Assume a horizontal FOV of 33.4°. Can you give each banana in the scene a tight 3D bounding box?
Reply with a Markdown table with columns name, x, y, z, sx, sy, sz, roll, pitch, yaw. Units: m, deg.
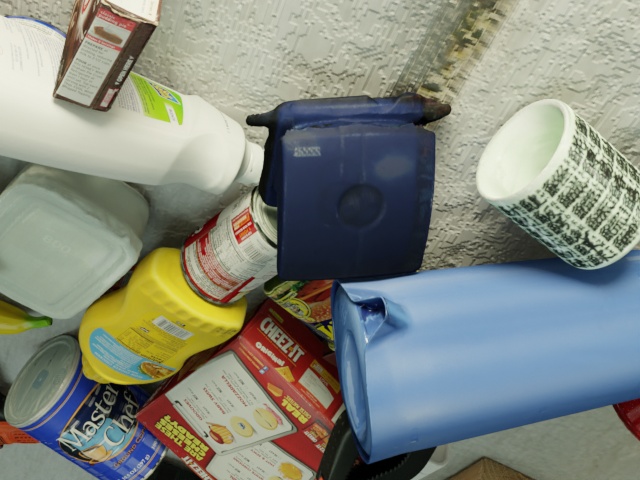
| name | x | y | z | sx | sy | sz | roll | pitch | yaw |
| --- | --- | --- | --- | --- | --- | --- | --- | --- | --- |
| banana | -0.352 | 0.039 | 1.012 | 0.197 | 0.037 | 0.070 | 35 | 118 | -25 |

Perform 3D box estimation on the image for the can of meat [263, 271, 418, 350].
| name | x | y | z | sx | sy | sz | roll | pitch | yaw |
| --- | --- | --- | --- | --- | --- | --- | --- | --- | --- |
| can of meat | 0.015 | 0.034 | 0.869 | 0.084 | 0.057 | 0.102 | 39 | 135 | -23 |

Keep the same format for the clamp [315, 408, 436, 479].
| name | x | y | z | sx | sy | sz | roll | pitch | yaw |
| --- | --- | --- | --- | --- | --- | --- | --- | --- | --- |
| clamp | 0.085 | 0.150 | 0.893 | 0.164 | 0.036 | 0.210 | 36 | 102 | -29 |

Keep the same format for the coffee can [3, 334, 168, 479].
| name | x | y | z | sx | sy | sz | roll | pitch | yaw |
| --- | --- | --- | --- | --- | --- | --- | --- | --- | --- |
| coffee can | -0.232 | 0.176 | 1.081 | 0.103 | 0.102 | 0.140 | -21 | 129 | 36 |

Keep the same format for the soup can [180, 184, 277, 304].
| name | x | y | z | sx | sy | sz | roll | pitch | yaw |
| --- | --- | --- | --- | --- | --- | --- | --- | --- | --- |
| soup can | -0.056 | 0.001 | 0.841 | 0.068 | 0.068 | 0.102 | 34 | 137 | -22 |

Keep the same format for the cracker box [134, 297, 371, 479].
| name | x | y | z | sx | sy | sz | roll | pitch | yaw |
| --- | --- | --- | --- | --- | --- | --- | --- | --- | --- |
| cracker box | -0.056 | 0.165 | 1.008 | 0.164 | 0.072 | 0.214 | 45 | 137 | -6 |

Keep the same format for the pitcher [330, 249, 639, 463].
| name | x | y | z | sx | sy | sz | roll | pitch | yaw |
| --- | --- | --- | --- | --- | --- | --- | --- | --- | --- |
| pitcher | 0.132 | 0.082 | 0.785 | 0.242 | 0.149 | 0.145 | -8 | 99 | -7 |

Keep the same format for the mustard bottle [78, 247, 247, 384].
| name | x | y | z | sx | sy | sz | roll | pitch | yaw |
| --- | --- | --- | --- | --- | --- | --- | --- | --- | --- |
| mustard bottle | -0.154 | 0.079 | 0.925 | 0.096 | 0.058 | 0.192 | 32 | 135 | -24 |

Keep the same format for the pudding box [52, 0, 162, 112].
| name | x | y | z | sx | sy | sz | roll | pitch | yaw |
| --- | --- | --- | --- | --- | --- | --- | --- | --- | --- |
| pudding box | -0.124 | -0.148 | 0.646 | 0.039 | 0.113 | 0.090 | 16 | 142 | -23 |

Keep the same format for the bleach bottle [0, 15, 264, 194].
| name | x | y | z | sx | sy | sz | roll | pitch | yaw |
| --- | --- | --- | --- | --- | --- | --- | --- | --- | --- |
| bleach bottle | -0.139 | -0.078 | 0.716 | 0.250 | 0.102 | 0.068 | 17 | 124 | -35 |
